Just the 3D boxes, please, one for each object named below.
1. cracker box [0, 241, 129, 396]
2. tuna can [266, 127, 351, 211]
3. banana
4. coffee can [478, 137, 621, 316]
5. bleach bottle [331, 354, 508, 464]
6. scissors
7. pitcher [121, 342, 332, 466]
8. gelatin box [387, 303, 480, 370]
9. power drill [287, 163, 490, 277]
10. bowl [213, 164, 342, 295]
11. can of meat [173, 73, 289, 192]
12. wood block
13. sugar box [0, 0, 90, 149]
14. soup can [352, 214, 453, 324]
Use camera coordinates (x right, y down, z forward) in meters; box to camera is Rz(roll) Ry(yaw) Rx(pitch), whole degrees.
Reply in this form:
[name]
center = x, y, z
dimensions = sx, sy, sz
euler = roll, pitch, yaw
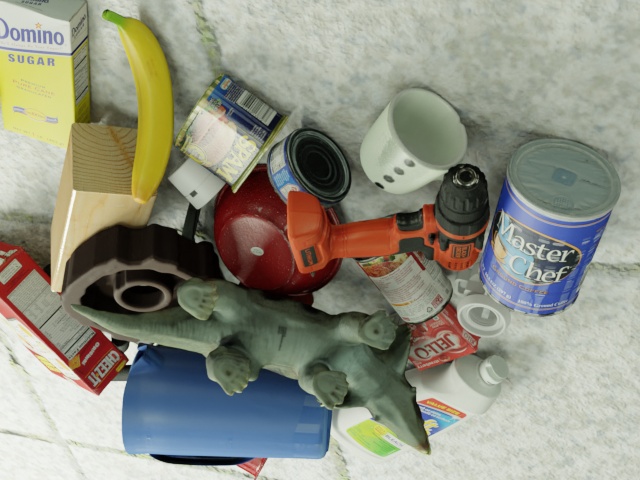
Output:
[cracker box]
center = -0.366, 0.095, 1.388
dimensions = 0.164, 0.072, 0.213
euler = 9, 142, 55
[tuna can]
center = -0.010, -0.070, 1.070
dimensions = 0.086, 0.086, 0.034
euler = 42, 134, -17
[banana]
center = -0.178, -0.139, 1.077
dimensions = 0.037, 0.069, 0.198
euler = 14, 118, 48
[coffee can]
center = 0.213, -0.011, 1.006
dimensions = 0.103, 0.102, 0.140
euler = 17, 138, 10
[bleach bottle]
center = 0.122, 0.192, 1.288
dimensions = 0.102, 0.068, 0.251
euler = 39, 135, -16
[scissors]
center = -0.144, 0.019, 1.241
dimensions = 0.096, 0.016, 0.202
euler = 38, 125, 2
[pitcher]
center = -0.108, 0.204, 1.273
dimensions = 0.243, 0.145, 0.149
euler = 5, 172, 3
[gelatin box]
center = 0.127, 0.107, 1.222
dimensions = 0.089, 0.030, 0.073
euler = -25, 118, 41
[power drill]
center = 0.065, -0.017, 1.004
dimensions = 0.187, 0.057, 0.184
euler = -1, 156, 5
[bowl]
center = -0.058, 0.001, 1.159
dimensions = 0.162, 0.055, 0.162
euler = 13, 122, 21
[can of meat]
center = -0.094, -0.111, 1.092
dimensions = 0.084, 0.057, 0.102
euler = 36, 137, -6
[wood block]
center = -0.246, -0.030, 1.195
dimensions = 0.090, 0.091, 0.206
euler = 4, 146, -19
[sugar box]
center = -0.293, -0.182, 1.127
dimensions = 0.093, 0.048, 0.176
euler = 17, 139, 8
[soup can]
center = 0.088, 0.032, 1.138
dimensions = 0.069, 0.068, 0.102
euler = -18, 123, 38
